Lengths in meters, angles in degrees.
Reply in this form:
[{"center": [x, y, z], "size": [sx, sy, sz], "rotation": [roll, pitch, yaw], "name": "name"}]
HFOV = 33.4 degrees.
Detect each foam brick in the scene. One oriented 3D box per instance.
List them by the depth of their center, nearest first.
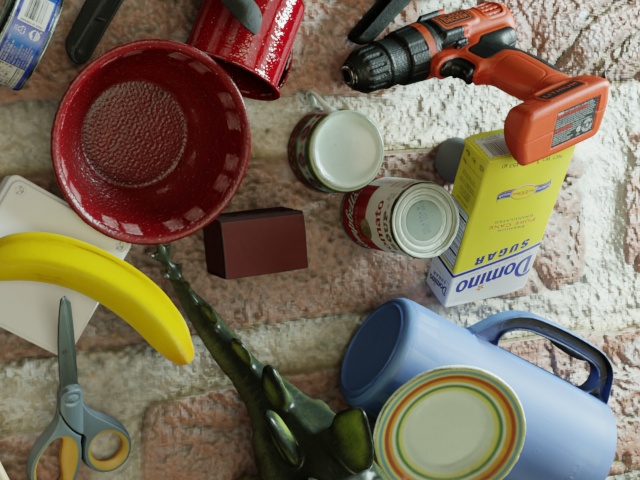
[{"center": [-0.056, 0.001, 0.918], "size": [0.078, 0.053, 0.051], "rotation": [-8, 98, -23], "name": "foam brick"}]

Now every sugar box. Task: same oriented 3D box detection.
[{"center": [0.159, -0.020, 0.962], "size": [0.093, 0.048, 0.176], "rotation": [-12, 134, -21], "name": "sugar box"}]

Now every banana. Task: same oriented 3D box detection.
[{"center": [-0.177, 0.038, 0.819], "size": [0.197, 0.037, 0.070], "rotation": [22, 113, -21], "name": "banana"}]

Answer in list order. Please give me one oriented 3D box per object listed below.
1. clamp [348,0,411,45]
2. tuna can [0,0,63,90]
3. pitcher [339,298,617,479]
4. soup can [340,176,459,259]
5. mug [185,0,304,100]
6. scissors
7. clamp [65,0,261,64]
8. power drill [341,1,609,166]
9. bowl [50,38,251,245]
[{"center": [0.082, -0.259, 0.956], "size": [0.171, 0.039, 0.120], "rotation": [-29, 122, -23], "name": "clamp"}, {"center": [-0.228, -0.158, 0.812], "size": [0.033, 0.086, 0.086], "rotation": [24, 85, -24], "name": "tuna can"}, {"center": [0.148, 0.143, 0.980], "size": [0.242, 0.145, 0.149], "rotation": [31, 51, -20], "name": "pitcher"}, {"center": [0.069, -0.021, 0.942], "size": [0.068, 0.102, 0.068], "rotation": [-3, 97, -23], "name": "soup can"}, {"center": [-0.057, -0.167, 0.889], "size": [0.117, 0.093, 0.081], "rotation": [32, 76, -54], "name": "mug"}, {"center": [-0.184, 0.127, 0.854], "size": [0.096, 0.016, 0.202], "rotation": [0, 123, -36], "name": "scissors"}, {"center": [-0.139, -0.242, 0.845], "size": [0.165, 0.036, 0.210], "rotation": [-13, 81, 15], "name": "clamp"}, {"center": [0.136, -0.138, 0.917], "size": [0.184, 0.188, 0.057], "rotation": [-24, 137, -26], "name": "power drill"}, {"center": [-0.139, -0.080, 0.847], "size": [0.161, 0.055, 0.162], "rotation": [-8, 108, -25], "name": "bowl"}]
